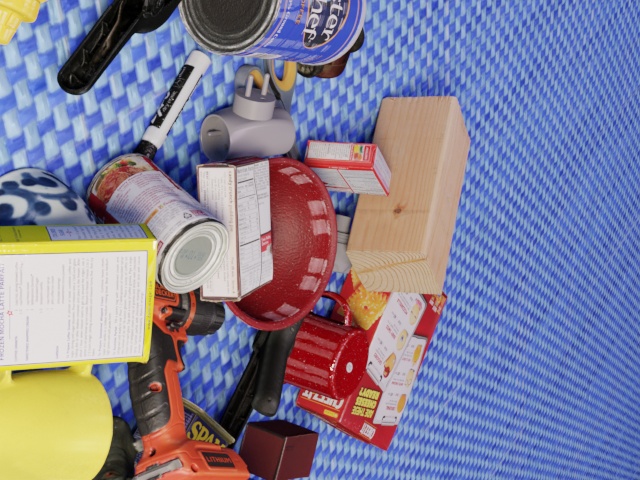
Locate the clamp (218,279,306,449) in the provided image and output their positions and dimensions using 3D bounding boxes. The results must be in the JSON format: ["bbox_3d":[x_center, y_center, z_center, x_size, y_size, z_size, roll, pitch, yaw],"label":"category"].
[{"bbox_3d":[-0.052,0.111,1.069,0.165,0.036,0.209,-51,-164,52],"label":"clamp"}]

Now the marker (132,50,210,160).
[{"bbox_3d":[-0.127,-0.105,0.888,0.121,0.020,0.020,-63,149,-19],"label":"marker"}]

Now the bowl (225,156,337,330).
[{"bbox_3d":[-0.057,0.001,1.003,0.161,0.055,0.162,-7,100,-46],"label":"bowl"}]

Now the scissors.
[{"bbox_3d":[-0.029,-0.123,1.054,0.096,0.016,0.201,-66,150,-15],"label":"scissors"}]

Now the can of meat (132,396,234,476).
[{"bbox_3d":[-0.135,0.196,0.982,0.084,0.058,0.102,-60,148,-19],"label":"can of meat"}]

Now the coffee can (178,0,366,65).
[{"bbox_3d":[-0.039,-0.205,0.908,0.140,0.103,0.103,-9,112,-58],"label":"coffee can"}]

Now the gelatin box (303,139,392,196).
[{"bbox_3d":[0.030,-0.075,1.105,0.089,0.073,0.030,46,51,-68],"label":"gelatin box"}]

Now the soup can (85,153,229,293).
[{"bbox_3d":[-0.126,-0.014,0.830,0.068,0.102,0.068,-32,143,-28],"label":"soup can"}]

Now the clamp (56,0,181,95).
[{"bbox_3d":[-0.132,-0.189,0.780,0.120,0.039,0.171,-58,-179,42],"label":"clamp"}]

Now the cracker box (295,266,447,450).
[{"bbox_3d":[0.064,0.127,1.283,0.164,0.072,0.213,43,67,-57],"label":"cracker box"}]

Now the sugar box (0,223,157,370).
[{"bbox_3d":[-0.200,0.038,0.709,0.176,0.048,0.093,0,108,-19],"label":"sugar box"}]

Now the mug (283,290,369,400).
[{"bbox_3d":[0.002,0.112,1.155,0.093,0.082,0.117,5,99,-61],"label":"mug"}]

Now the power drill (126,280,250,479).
[{"bbox_3d":[-0.118,0.115,0.882,0.184,0.057,0.188,19,47,-60],"label":"power drill"}]

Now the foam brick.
[{"bbox_3d":[-0.045,0.228,1.160,0.078,0.051,0.053,15,90,-61],"label":"foam brick"}]

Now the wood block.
[{"bbox_3d":[0.101,-0.053,1.190,0.090,0.091,0.206,60,38,-53],"label":"wood block"}]

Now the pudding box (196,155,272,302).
[{"bbox_3d":[-0.071,-0.012,0.890,0.090,0.039,0.113,-27,115,-73],"label":"pudding box"}]
